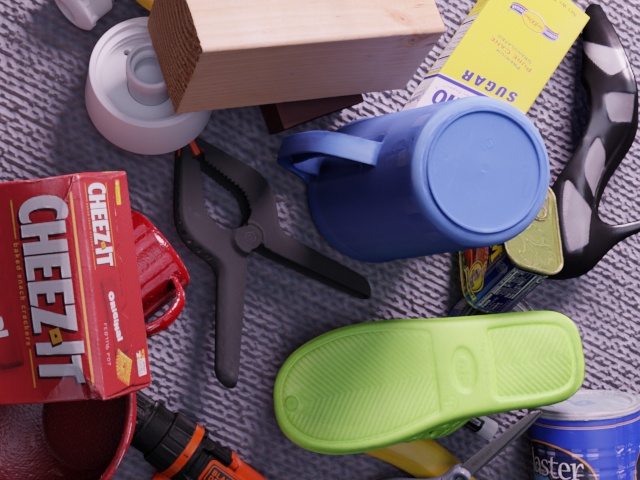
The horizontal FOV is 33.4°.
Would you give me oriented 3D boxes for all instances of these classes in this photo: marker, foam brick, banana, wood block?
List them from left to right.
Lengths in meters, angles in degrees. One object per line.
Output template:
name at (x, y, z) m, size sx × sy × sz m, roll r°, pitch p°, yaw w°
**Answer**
wood block at (-0.021, -0.170, 0.847) m, size 0.205 × 0.091 × 0.090 m, roll -10°, pitch 68°, yaw -25°
foam brick at (-0.012, -0.131, 0.933) m, size 0.078 × 0.051 × 0.053 m, roll -21°, pitch 95°, yaw -14°
banana at (0.099, 0.221, 0.977) m, size 0.069 × 0.037 × 0.197 m, roll -43°, pitch 101°, yaw -11°
marker at (0.112, 0.148, 0.988) m, size 0.121 × 0.020 × 0.020 m, roll 33°, pitch 83°, yaw -13°

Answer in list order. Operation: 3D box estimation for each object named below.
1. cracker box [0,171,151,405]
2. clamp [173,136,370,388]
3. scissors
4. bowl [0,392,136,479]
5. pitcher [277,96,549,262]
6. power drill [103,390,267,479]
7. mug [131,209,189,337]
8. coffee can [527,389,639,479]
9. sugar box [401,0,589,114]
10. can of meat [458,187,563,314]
cracker box at (-0.244, 0.040, 0.807) m, size 0.214 × 0.072 × 0.164 m, roll -6°, pitch 93°, yaw 24°
clamp at (-0.056, 0.001, 0.924) m, size 0.164 × 0.036 × 0.210 m, roll -24°, pitch 88°, yaw -28°
scissors at (0.102, 0.205, 0.943) m, size 0.096 × 0.016 × 0.202 m, roll 27°, pitch 112°, yaw -6°
bowl at (-0.205, 0.139, 0.860) m, size 0.162 × 0.055 × 0.162 m, roll -5°, pitch 77°, yaw 23°
pitcher at (0.072, -0.050, 0.858) m, size 0.149 × 0.243 × 0.145 m, roll -27°, pitch 96°, yaw -14°
power drill at (-0.147, 0.240, 0.900) m, size 0.184 × 0.057 × 0.187 m, roll 38°, pitch 82°, yaw -10°
mug at (-0.155, 0.034, 0.869) m, size 0.081 × 0.117 × 0.093 m, roll -40°, pitch 139°, yaw -16°
coffee can at (0.247, 0.217, 0.983) m, size 0.102 × 0.103 × 0.140 m, roll -6°, pitch 93°, yaw -15°
sugar box at (0.160, -0.160, 0.982) m, size 0.093 × 0.048 × 0.176 m, roll 35°, pitch 81°, yaw -13°
can of meat at (0.165, 0.005, 0.947) m, size 0.057 × 0.084 × 0.102 m, roll 15°, pitch 53°, yaw -17°
